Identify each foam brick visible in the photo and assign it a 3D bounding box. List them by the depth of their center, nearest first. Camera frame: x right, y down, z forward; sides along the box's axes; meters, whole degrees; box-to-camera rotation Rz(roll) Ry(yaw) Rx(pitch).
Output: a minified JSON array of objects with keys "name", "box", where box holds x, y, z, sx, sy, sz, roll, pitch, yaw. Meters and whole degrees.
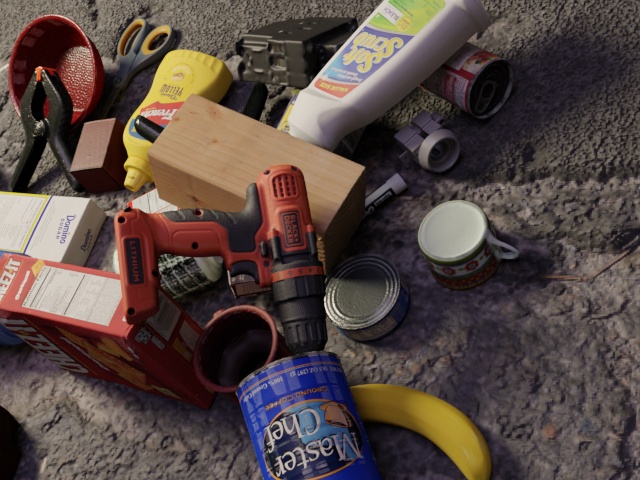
[{"name":"foam brick","box":[-0.272,-0.107,1.341,0.051,0.053,0.078,-5,57,25]}]

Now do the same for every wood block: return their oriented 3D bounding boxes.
[{"name":"wood block","box":[-0.064,-0.058,1.103,0.206,0.091,0.090,24,62,16]}]

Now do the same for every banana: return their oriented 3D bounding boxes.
[{"name":"banana","box":[0.085,0.171,0.979,0.198,0.037,0.069,26,74,38]}]

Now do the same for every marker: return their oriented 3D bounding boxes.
[{"name":"marker","box":[0.040,-0.029,1.145,0.121,0.020,0.020,-37,50,2]}]

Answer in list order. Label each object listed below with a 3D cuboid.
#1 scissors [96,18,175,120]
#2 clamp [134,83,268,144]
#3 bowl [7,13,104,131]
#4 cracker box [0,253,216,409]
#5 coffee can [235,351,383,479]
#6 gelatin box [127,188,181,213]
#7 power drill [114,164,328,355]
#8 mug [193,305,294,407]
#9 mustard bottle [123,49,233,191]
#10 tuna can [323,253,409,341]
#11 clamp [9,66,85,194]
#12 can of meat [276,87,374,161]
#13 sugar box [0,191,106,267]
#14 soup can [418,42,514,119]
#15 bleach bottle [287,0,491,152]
[{"name":"scissors","box":[-0.249,-0.219,1.427,0.096,0.016,0.201,-6,57,25]},{"name":"clamp","box":[-0.106,-0.093,1.237,0.164,0.036,0.210,-24,63,-9]},{"name":"bowl","box":[-0.341,-0.218,1.424,0.162,0.055,0.162,3,95,32]},{"name":"cracker box","box":[-0.224,0.095,1.111,0.214,0.164,0.072,8,62,32]},{"name":"coffee can","box":[-0.008,0.185,0.957,0.103,0.102,0.140,-26,65,11]},{"name":"gelatin box","box":[-0.180,-0.030,1.257,0.089,0.030,0.073,-26,50,11]},{"name":"power drill","box":[-0.090,0.029,0.985,0.187,0.057,0.184,-7,78,-10]},{"name":"mug","box":[-0.073,0.116,1.069,0.093,0.081,0.117,-40,50,0]},{"name":"mustard bottle","box":[-0.189,-0.144,1.318,0.096,0.058,0.191,16,69,27]},{"name":"tuna can","box":[0.046,0.058,1.075,0.086,0.033,0.086,-14,54,20]},{"name":"clamp","box":[-0.362,-0.135,1.385,0.120,0.039,0.171,-11,82,21]},{"name":"can of meat","box":[-0.002,-0.118,1.202,0.102,0.057,0.084,14,69,34]},{"name":"sugar box","box":[-0.360,-0.010,1.331,0.176,0.048,0.093,8,64,28]},{"name":"soup can","box":[0.149,-0.182,1.155,0.068,0.068,0.102,-48,50,-7]},{"name":"bleach bottle","box":[0.056,-0.173,1.124,0.251,0.068,0.103,-46,50,5]}]
